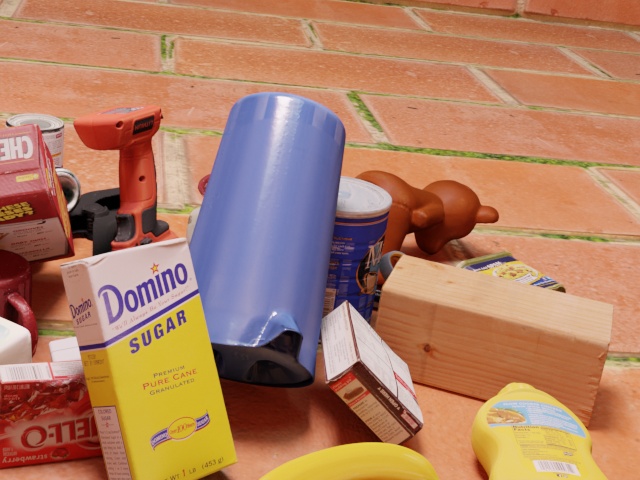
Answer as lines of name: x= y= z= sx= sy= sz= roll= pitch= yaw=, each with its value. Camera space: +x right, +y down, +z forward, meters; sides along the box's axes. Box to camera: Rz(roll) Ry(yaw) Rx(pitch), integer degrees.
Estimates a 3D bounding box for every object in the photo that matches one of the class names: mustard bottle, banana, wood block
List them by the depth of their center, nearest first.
banana: x=0.011 y=0.182 z=0.791 sx=0.197 sy=0.037 sz=0.070 roll=-4 pitch=24 yaw=-28
mustard bottle: x=0.171 y=0.168 z=0.853 sx=0.096 sy=0.058 sz=0.191 roll=6 pitch=22 yaw=-3
wood block: x=0.160 y=0.090 z=0.998 sx=0.206 sy=0.091 sz=0.090 roll=14 pitch=23 yaw=13

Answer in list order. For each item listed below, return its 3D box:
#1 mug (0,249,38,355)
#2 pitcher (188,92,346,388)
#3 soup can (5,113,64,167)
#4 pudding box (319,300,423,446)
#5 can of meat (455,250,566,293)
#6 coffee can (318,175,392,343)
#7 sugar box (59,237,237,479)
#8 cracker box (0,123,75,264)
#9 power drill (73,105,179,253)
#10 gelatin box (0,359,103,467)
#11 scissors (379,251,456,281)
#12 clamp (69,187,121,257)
mug: x=-0.285 y=0.062 z=0.924 sx=0.117 sy=0.081 sz=0.093 roll=25 pitch=27 yaw=36
pitcher: x=-0.056 y=0.001 z=0.934 sx=0.149 sy=0.243 sz=0.145 roll=6 pitch=-21 yaw=14
soup can: x=-0.337 y=-0.091 z=1.254 sx=0.068 sy=0.102 sz=0.068 roll=7 pitch=22 yaw=-3
pudding box: x=0.041 y=0.113 z=0.908 sx=0.090 sy=0.039 sz=0.113 roll=47 pitch=11 yaw=-19
can of meat: x=0.199 y=0.058 z=1.137 sx=0.101 sy=0.057 sz=0.084 roll=-11 pitch=31 yaw=-39
coffee can: x=0.010 y=0.017 z=1.058 sx=0.103 sy=0.140 sz=0.103 roll=7 pitch=22 yaw=-3
sugar box: x=-0.125 y=0.092 z=0.786 sx=0.093 sy=0.176 sz=0.048 roll=-14 pitch=4 yaw=-44
cracker box: x=-0.316 y=-0.028 z=0.957 sx=0.164 sy=0.072 sz=0.214 roll=-10 pitch=-15 yaw=-10
power drill: x=-0.197 y=-0.033 z=1.054 sx=0.057 sy=0.188 sz=0.184 roll=2 pitch=16 yaw=15
gelatin box: x=-0.198 y=0.129 z=0.802 sx=0.089 sy=0.073 sz=0.030 roll=-1 pitch=23 yaw=-23
scissors: x=0.123 y=0.057 z=1.149 sx=0.201 sy=0.016 sz=0.096 roll=17 pitch=49 yaw=-56
clamp: x=-0.247 y=-0.016 z=1.188 sx=0.165 sy=0.036 sz=0.209 roll=21 pitch=29 yaw=28
